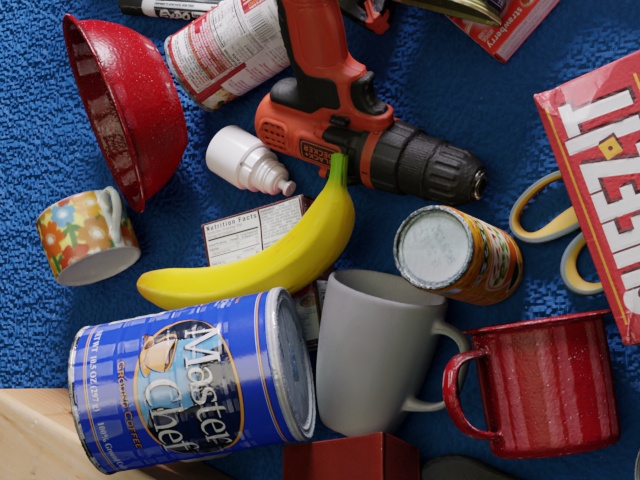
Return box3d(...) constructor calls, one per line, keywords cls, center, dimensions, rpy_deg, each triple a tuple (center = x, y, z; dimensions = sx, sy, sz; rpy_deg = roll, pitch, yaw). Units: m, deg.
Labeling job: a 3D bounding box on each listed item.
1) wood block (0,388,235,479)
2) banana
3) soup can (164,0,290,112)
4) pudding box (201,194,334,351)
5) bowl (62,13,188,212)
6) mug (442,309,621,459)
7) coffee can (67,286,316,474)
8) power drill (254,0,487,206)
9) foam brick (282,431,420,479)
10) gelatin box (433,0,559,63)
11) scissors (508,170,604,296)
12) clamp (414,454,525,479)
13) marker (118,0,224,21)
box3d(cls="wood block", center=(-0.162, 0.193, 0.815), dimensions=(0.206, 0.090, 0.090), rpy_deg=(22, 94, 29))
box3d(cls="banana", center=(-0.046, 0.015, 0.760), dimensions=(0.198, 0.037, 0.069), rpy_deg=(-30, 63, 22))
box3d(cls="soup can", center=(-0.058, -0.152, 0.812), dimensions=(0.102, 0.068, 0.068), rpy_deg=(-29, 72, 22))
box3d(cls="pudding box", center=(-0.036, 0.031, 0.796), dimensions=(0.090, 0.039, 0.113), rpy_deg=(-15, 75, 26))
box3d(cls="bowl", center=(-0.146, -0.106, 0.830), dimensions=(0.055, 0.162, 0.162), rpy_deg=(-22, 70, -16))
box3d(cls="mug", center=(0.130, 0.091, 0.661), dimensions=(0.093, 0.117, 0.081), rpy_deg=(160, 103, -65))
box3d(cls="coffee can", center=(-0.083, 0.095, 0.716), dimensions=(0.140, 0.102, 0.103), rpy_deg=(-12, 78, 9))
box3d(cls="power drill", center=(0.027, -0.116, 0.712), dimensions=(0.185, 0.057, 0.188), rpy_deg=(20, 135, 28))
box3d(cls="foam brick", center=(0.020, 0.161, 0.707), dimensions=(0.078, 0.051, 0.053), rpy_deg=(-13, 63, 29))
box3d(cls="gelatin box", center=(0.127, -0.180, 0.736), dimensions=(0.089, 0.030, 0.073), rpy_deg=(-49, 65, 15))
box3d(cls="scissors", center=(0.218, -0.033, 0.679), dimensions=(0.202, 0.016, 0.096), rpy_deg=(-25, 75, 24))
box3d(cls="clamp", center=(0.068, 0.201, 0.720), dimensions=(0.172, 0.039, 0.120), rpy_deg=(-14, 78, 30))
box3d(cls="marker", center=(-0.117, -0.190, 0.875), dimensions=(0.121, 0.020, 0.020), rpy_deg=(11, 90, 29))
